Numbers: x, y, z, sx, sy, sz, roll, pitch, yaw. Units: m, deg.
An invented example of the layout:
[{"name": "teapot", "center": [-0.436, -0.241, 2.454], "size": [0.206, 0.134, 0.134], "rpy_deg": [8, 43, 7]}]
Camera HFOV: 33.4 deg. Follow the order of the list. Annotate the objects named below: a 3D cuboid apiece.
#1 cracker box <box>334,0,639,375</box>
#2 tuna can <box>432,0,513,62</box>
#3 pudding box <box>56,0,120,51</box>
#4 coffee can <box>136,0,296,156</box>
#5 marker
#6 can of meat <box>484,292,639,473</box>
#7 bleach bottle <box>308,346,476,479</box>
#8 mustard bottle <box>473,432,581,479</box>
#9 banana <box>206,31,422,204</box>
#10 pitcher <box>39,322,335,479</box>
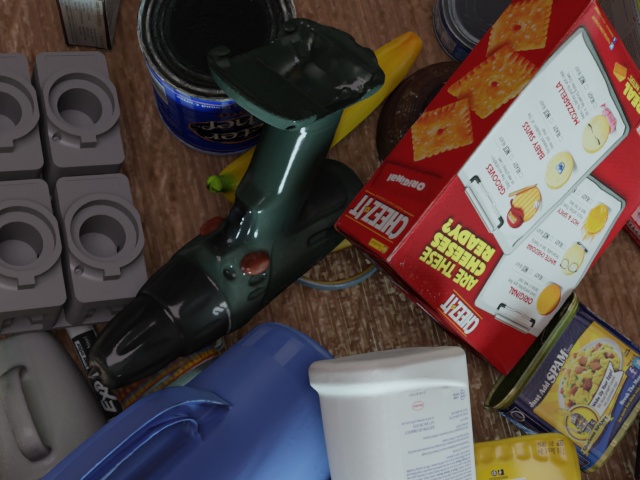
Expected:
[{"name": "cracker box", "center": [0.133, -0.040, 0.727], "size": [0.213, 0.072, 0.164], "rpy_deg": [-51, 130, -4]}, {"name": "tuna can", "center": [0.131, -0.175, 0.818], "size": [0.086, 0.034, 0.086], "rpy_deg": [1, 80, -4]}, {"name": "pudding box", "center": [-0.162, -0.196, 0.763], "size": [0.039, 0.113, 0.090], "rpy_deg": [9, 80, -6]}, {"name": "coffee can", "center": [-0.070, -0.125, 0.743], "size": [0.102, 0.140, 0.103], "rpy_deg": [1, 80, -4]}, {"name": "marker", "center": [-0.151, 0.108, 0.760], "size": [0.020, 0.020, 0.121], "rpy_deg": [-24, 83, -7]}, {"name": "can of meat", "center": [0.182, 0.103, 0.763], "size": [0.084, 0.057, 0.102], "rpy_deg": [37, 81, 1]}, {"name": "bleach bottle", "center": [0.054, 0.194, 0.652], "size": [0.102, 0.068, 0.251], "rpy_deg": [-3, 86, -42]}, {"name": "mustard bottle", "center": [0.134, 0.228, 0.699], "size": [0.096, 0.058, 0.191], "rpy_deg": [-12, 73, 16]}, {"name": "banana", "center": [-0.004, -0.081, 0.777], "size": [0.197, 0.070, 0.037], "rpy_deg": [-40, 94, -18]}, {"name": "pitcher", "center": [-0.083, 0.158, 0.672], "size": [0.145, 0.149, 0.242], "rpy_deg": [49, 64, -3]}]
